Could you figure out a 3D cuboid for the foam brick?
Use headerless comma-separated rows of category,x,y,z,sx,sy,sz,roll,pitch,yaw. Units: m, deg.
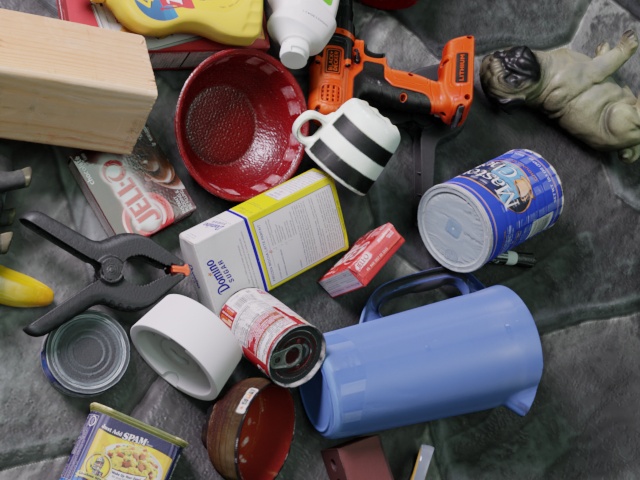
foam brick,0.042,0.249,1.125,0.051,0.053,0.078,-16,83,-24

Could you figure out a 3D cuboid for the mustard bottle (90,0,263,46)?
mustard bottle,-0.156,-0.254,1.082,0.191,0.058,0.096,2,81,-20

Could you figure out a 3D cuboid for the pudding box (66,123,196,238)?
pudding box,-0.196,-0.056,1.108,0.089,0.039,0.113,-31,90,-24

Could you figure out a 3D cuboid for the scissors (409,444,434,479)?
scissors,0.088,0.306,1.141,0.016,0.096,0.202,17,102,7

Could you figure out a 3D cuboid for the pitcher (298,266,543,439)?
pitcher,0.100,0.125,1.144,0.242,0.149,0.145,-10,107,-20

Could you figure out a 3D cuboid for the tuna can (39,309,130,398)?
tuna can,-0.232,0.112,1.057,0.086,0.034,0.086,5,76,-21

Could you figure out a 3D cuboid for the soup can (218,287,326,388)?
soup can,-0.051,0.096,1.075,0.068,0.102,0.068,-16,120,-31

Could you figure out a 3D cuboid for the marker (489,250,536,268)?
marker,0.202,0.018,1.261,0.121,0.020,0.020,7,75,-20

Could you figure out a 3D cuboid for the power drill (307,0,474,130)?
power drill,0.080,-0.205,1.220,0.187,0.057,0.184,6,66,-2

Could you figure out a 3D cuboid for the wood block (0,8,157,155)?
wood block,-0.273,-0.155,1.021,0.205,0.090,0.091,6,47,-29

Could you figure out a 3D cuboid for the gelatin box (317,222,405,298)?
gelatin box,0.043,0.022,1.158,0.030,0.089,0.073,47,66,-7

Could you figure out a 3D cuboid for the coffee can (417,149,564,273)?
coffee can,0.193,-0.035,1.209,0.140,0.103,0.103,-25,88,-38

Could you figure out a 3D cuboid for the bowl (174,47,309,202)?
bowl,-0.093,-0.123,1.141,0.161,0.055,0.162,-4,97,-33

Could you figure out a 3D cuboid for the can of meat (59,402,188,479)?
can of meat,-0.192,0.216,1.037,0.102,0.058,0.084,26,72,-14

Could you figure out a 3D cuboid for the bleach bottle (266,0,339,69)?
bleach bottle,-0.024,-0.299,1.186,0.102,0.068,0.250,23,55,-25

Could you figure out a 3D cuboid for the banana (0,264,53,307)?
banana,-0.348,0.006,1.034,0.198,0.037,0.069,47,66,-6

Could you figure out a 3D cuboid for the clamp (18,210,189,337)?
clamp,-0.216,0.022,1.048,0.171,0.039,0.120,-9,91,-30

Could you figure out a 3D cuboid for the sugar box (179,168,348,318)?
sugar box,-0.058,0.001,1.130,0.176,0.048,0.093,-26,118,-23

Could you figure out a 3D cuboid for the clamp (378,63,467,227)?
clamp,0.104,-0.141,1.250,0.164,0.036,0.210,35,69,-9

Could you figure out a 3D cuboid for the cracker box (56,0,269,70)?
cracker box,-0.174,-0.269,1.150,0.213,0.072,0.164,-6,80,-22
